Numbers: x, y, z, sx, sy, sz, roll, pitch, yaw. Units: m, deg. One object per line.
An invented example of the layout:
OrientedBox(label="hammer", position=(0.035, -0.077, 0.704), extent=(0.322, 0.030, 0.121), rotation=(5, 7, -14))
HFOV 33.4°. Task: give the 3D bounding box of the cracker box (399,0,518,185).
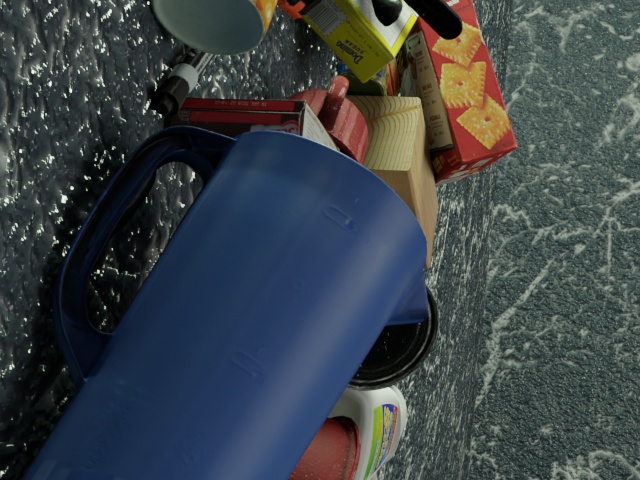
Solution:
OrientedBox(label="cracker box", position=(0.135, -0.178, 1.166), extent=(0.164, 0.072, 0.214), rotation=(135, -60, -81))

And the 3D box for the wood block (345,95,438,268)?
OrientedBox(label="wood block", position=(0.068, -0.058, 1.136), extent=(0.206, 0.091, 0.090), rotation=(69, 29, -59))

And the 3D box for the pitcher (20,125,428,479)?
OrientedBox(label="pitcher", position=(-0.061, 0.063, 0.559), extent=(0.242, 0.149, 0.145), rotation=(-58, 146, -26))

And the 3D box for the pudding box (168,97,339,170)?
OrientedBox(label="pudding box", position=(-0.041, -0.062, 0.712), extent=(0.113, 0.090, 0.039), rotation=(37, 59, -73))

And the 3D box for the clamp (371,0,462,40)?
OrientedBox(label="clamp", position=(0.062, -0.246, 0.958), extent=(0.120, 0.039, 0.171), rotation=(13, 46, -52))

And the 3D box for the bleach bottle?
OrientedBox(label="bleach bottle", position=(0.036, 0.163, 0.960), extent=(0.250, 0.068, 0.102), rotation=(3, 97, -74))

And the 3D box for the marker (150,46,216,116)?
OrientedBox(label="marker", position=(-0.080, -0.115, 0.686), extent=(0.121, 0.020, 0.020), rotation=(-68, 157, -49))

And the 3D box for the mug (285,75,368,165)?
OrientedBox(label="mug", position=(-0.003, -0.078, 0.844), extent=(0.081, 0.093, 0.117), rotation=(-72, -179, -55))

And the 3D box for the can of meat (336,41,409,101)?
OrientedBox(label="can of meat", position=(0.053, -0.175, 1.110), extent=(0.102, 0.057, 0.084), rotation=(69, 31, -60))

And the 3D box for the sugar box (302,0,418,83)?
OrientedBox(label="sugar box", position=(0.042, -0.220, 0.991), extent=(0.093, 0.048, 0.176), rotation=(47, 29, -11))
